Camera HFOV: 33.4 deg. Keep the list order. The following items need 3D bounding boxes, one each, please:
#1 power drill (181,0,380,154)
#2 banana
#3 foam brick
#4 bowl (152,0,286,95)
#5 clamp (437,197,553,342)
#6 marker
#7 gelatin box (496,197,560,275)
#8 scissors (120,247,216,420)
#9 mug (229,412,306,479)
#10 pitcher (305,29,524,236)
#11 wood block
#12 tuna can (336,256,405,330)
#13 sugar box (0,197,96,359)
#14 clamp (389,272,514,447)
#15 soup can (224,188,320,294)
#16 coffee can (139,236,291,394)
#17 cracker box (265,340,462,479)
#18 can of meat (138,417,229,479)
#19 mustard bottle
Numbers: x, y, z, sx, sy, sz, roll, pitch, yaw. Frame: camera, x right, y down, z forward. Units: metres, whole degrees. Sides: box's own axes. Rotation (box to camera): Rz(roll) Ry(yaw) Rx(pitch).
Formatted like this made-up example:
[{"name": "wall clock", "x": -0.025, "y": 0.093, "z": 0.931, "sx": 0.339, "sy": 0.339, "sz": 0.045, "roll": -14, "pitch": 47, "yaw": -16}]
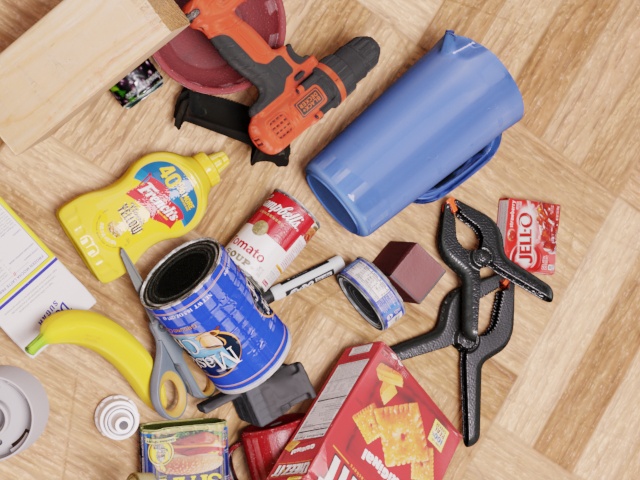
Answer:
[{"name": "power drill", "x": -0.043, "y": -0.213, "z": 1.143, "sx": 0.184, "sy": 0.057, "sz": 0.187, "roll": -43, "pitch": 103, "yaw": -21}, {"name": "banana", "x": -0.228, "y": 0.120, "z": 1.131, "sx": 0.197, "sy": 0.037, "sz": 0.069, "roll": 35, "pitch": 72, "yaw": -42}, {"name": "foam brick", "x": 0.098, "y": 0.037, "z": 1.241, "sx": 0.053, "sy": 0.078, "sz": 0.051, "roll": 43, "pitch": 78, "yaw": -16}, {"name": "bowl", "x": -0.122, "y": -0.238, "z": 1.177, "sx": 0.162, "sy": 0.055, "sz": 0.162, "roll": 0, "pitch": 91, "yaw": -18}, {"name": "clamp", "x": 0.184, "y": 0.033, "z": 1.269, "sx": 0.120, "sy": 0.039, "sz": 0.171, "roll": -34, "pitch": 80, "yaw": -18}, {"name": "marker", "x": -0.028, "y": 0.049, "z": 1.230, "sx": 0.121, "sy": 0.020, "sz": 0.020, "roll": -25, "pitch": 98, "yaw": -16}, {"name": "gelatin box", "x": 0.254, "y": -0.005, "z": 1.315, "sx": 0.073, "sy": 0.030, "sz": 0.089, "roll": 6, "pitch": 88, "yaw": -18}, {"name": "scissors", "x": -0.179, "y": 0.111, "z": 1.144, "sx": 0.201, "sy": 0.016, "sz": 0.096, "roll": 55, "pitch": 49, "yaw": -30}, {"name": "mug", "x": -0.052, "y": 0.245, "z": 1.196, "sx": 0.117, "sy": 0.093, "sz": 0.081, "roll": -14, "pitch": 90, "yaw": 19}, {"name": "pitcher", "x": 0.108, "y": -0.110, "z": 1.225, "sx": 0.242, "sy": 0.145, "sz": 0.149, "roll": -41, "pitch": 90, "yaw": -10}, {"name": "wood block", "x": -0.244, "y": -0.188, "z": 1.074, "sx": 0.206, "sy": 0.090, "sz": 0.090, "roll": -35, "pitch": 101, "yaw": 16}, {"name": "tuna can", "x": 0.058, "y": 0.062, "z": 1.223, "sx": 0.033, "sy": 0.086, "sz": 0.086, "roll": -38, "pitch": 102, "yaw": -12}, {"name": "sugar box", "x": -0.329, "y": 0.029, "z": 1.119, "sx": 0.093, "sy": 0.048, "sz": 0.176, "roll": -42, "pitch": 106, "yaw": -13}, {"name": "clamp", "x": 0.176, "y": 0.131, "z": 1.285, "sx": 0.164, "sy": 0.036, "sz": 0.210, "roll": 45, "pitch": 76, "yaw": -5}, {"name": "soup can", "x": -0.058, "y": 0.001, "z": 1.194, "sx": 0.068, "sy": 0.069, "sz": 0.102, "roll": 43, "pitch": 78, "yaw": -14}, {"name": "coffee can", "x": -0.110, "y": 0.081, "z": 1.139, "sx": 0.102, "sy": 0.103, "sz": 0.140, "roll": -44, "pitch": 121, "yaw": -13}, {"name": "cracker box", "x": 0.054, "y": 0.241, "z": 1.171, "sx": 0.164, "sy": 0.072, "sz": 0.213, "roll": 52, "pitch": 46, "yaw": -18}, {"name": "can of meat", "x": -0.149, "y": 0.242, "z": 1.174, "sx": 0.102, "sy": 0.057, "sz": 0.084, "roll": -2, "pitch": 89, "yaw": -18}, {"name": "mustard bottle", "x": -0.182, "y": -0.041, "z": 1.159, "sx": 0.191, "sy": 0.058, "sz": 0.096, "roll": -34, "pitch": 102, "yaw": -15}]
